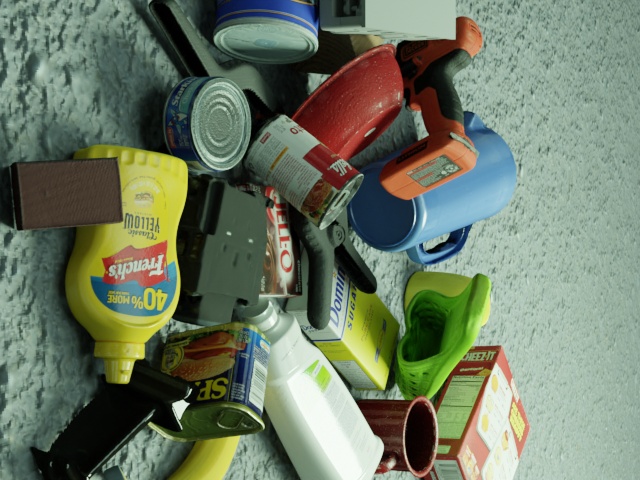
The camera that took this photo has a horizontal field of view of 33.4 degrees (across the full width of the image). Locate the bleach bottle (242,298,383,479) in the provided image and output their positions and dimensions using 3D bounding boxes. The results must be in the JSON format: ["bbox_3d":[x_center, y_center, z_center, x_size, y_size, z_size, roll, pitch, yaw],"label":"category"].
[{"bbox_3d":[-0.015,0.158,1.105,0.102,0.068,0.251,-57,134,-43],"label":"bleach bottle"}]

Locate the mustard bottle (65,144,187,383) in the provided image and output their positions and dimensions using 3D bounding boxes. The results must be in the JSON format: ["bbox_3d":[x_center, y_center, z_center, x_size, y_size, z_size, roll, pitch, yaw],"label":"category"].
[{"bbox_3d":[-0.162,0.022,0.882,0.096,0.058,0.191,8,81,-39],"label":"mustard bottle"}]

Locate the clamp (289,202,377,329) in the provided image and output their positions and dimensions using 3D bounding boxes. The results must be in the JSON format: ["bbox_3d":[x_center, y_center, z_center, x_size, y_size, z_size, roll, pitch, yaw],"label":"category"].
[{"bbox_3d":[0.012,-0.001,1.121,0.120,0.039,0.171,-17,100,-60],"label":"clamp"}]

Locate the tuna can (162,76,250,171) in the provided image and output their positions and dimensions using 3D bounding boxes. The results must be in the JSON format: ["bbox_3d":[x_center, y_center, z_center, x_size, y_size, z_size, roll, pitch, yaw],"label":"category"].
[{"bbox_3d":[-0.100,-0.104,0.956,0.085,0.034,0.086,-8,100,-54],"label":"tuna can"}]

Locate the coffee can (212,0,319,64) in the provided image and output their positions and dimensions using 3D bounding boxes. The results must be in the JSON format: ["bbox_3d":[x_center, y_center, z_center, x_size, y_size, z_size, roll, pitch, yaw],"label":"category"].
[{"bbox_3d":[-0.049,-0.258,1.053,0.102,0.103,0.140,22,68,-56],"label":"coffee can"}]

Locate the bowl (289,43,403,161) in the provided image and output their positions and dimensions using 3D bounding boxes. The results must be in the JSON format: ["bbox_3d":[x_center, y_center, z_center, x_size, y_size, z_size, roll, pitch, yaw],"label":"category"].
[{"bbox_3d":[0.034,-0.131,1.122,0.055,0.162,0.161,49,32,9],"label":"bowl"}]

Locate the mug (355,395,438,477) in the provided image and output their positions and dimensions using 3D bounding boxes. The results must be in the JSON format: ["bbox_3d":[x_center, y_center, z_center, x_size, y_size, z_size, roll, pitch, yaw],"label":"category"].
[{"bbox_3d":[0.076,0.232,1.233,0.117,0.082,0.093,-47,126,-50],"label":"mug"}]

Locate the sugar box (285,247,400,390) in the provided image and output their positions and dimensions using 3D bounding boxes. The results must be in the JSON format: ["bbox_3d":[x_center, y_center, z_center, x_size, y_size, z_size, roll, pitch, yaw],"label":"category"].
[{"bbox_3d":[0.029,0.087,1.204,0.176,0.048,0.093,54,42,-44],"label":"sugar box"}]

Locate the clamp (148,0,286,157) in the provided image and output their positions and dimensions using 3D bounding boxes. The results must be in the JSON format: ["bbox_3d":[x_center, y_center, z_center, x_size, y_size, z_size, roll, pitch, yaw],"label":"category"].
[{"bbox_3d":[-0.102,-0.121,1.016,0.209,0.036,0.164,17,80,-58],"label":"clamp"}]

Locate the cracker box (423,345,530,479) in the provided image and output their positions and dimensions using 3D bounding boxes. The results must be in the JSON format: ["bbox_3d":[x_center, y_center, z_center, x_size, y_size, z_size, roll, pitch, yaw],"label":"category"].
[{"bbox_3d":[0.211,0.273,1.461,0.213,0.072,0.164,-57,134,-45],"label":"cracker box"}]

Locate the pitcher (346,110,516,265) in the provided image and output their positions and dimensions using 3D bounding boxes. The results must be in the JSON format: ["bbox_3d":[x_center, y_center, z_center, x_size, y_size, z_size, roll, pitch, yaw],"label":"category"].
[{"bbox_3d":[0.135,-0.054,1.323,0.242,0.145,0.149,-24,78,-53],"label":"pitcher"}]

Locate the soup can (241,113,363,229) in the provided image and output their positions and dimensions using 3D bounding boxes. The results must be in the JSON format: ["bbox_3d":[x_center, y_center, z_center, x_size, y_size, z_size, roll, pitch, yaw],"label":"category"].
[{"bbox_3d":[-0.018,-0.068,1.045,0.068,0.102,0.068,-49,170,-12],"label":"soup can"}]

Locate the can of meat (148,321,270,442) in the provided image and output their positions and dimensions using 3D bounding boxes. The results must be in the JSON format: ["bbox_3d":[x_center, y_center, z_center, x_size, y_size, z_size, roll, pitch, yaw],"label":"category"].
[{"bbox_3d":[-0.096,0.124,0.936,0.057,0.102,0.084,49,38,-46],"label":"can of meat"}]

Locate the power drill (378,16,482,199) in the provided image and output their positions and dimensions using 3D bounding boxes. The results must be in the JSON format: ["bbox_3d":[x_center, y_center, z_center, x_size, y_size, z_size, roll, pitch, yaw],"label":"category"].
[{"bbox_3d":[0.101,-0.142,1.184,0.057,0.185,0.187,28,48,-38],"label":"power drill"}]

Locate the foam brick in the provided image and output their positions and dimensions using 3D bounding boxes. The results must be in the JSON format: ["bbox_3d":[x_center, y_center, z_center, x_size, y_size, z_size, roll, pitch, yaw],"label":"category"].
[{"bbox_3d":[-0.193,-0.036,0.812,0.078,0.053,0.051,-5,92,-20],"label":"foam brick"}]

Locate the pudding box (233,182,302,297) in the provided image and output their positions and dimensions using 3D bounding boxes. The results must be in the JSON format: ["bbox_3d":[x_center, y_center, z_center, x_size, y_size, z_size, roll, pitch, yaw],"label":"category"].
[{"bbox_3d":[-0.057,0.001,1.077,0.089,0.039,0.113,5,83,-58],"label":"pudding box"}]

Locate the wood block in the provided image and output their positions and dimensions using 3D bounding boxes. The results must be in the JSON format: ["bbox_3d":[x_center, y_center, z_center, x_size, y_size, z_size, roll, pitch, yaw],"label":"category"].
[{"bbox_3d":[0.039,-0.282,1.180,0.205,0.090,0.091,-59,145,-34],"label":"wood block"}]

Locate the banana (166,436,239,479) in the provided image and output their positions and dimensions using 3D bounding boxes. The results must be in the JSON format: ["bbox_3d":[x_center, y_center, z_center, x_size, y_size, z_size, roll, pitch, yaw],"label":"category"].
[{"bbox_3d":[-0.101,0.173,0.992,0.069,0.037,0.197,59,41,-38],"label":"banana"}]
